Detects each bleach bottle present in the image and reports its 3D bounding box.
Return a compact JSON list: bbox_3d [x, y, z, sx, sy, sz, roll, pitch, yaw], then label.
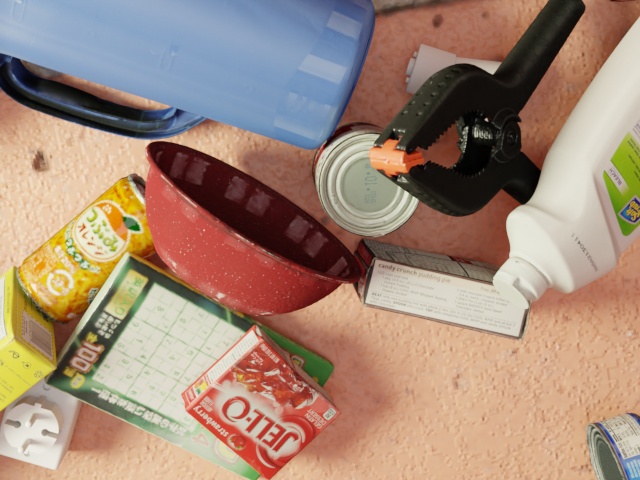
[{"bbox_3d":[0.196,-0.062,0.694,0.250,0.068,0.102,-48,114,-13],"label":"bleach bottle"}]

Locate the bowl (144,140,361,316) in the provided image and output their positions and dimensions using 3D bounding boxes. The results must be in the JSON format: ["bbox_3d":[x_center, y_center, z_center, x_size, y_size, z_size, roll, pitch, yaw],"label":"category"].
[{"bbox_3d":[-0.055,0.001,0.692,0.162,0.162,0.055,31,102,-7],"label":"bowl"}]

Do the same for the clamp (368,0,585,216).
[{"bbox_3d":[0.112,-0.060,0.688,0.209,0.036,0.164,-26,115,-40],"label":"clamp"}]

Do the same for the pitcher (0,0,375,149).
[{"bbox_3d":[-0.097,-0.140,0.691,0.242,0.149,0.145,20,81,-8],"label":"pitcher"}]

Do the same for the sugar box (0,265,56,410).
[{"bbox_3d":[-0.261,0.103,0.730,0.176,0.093,0.048,-39,121,8],"label":"sugar box"}]

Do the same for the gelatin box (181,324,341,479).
[{"bbox_3d":[-0.041,0.115,0.748,0.073,0.030,0.089,-43,114,2],"label":"gelatin box"}]

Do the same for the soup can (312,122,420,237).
[{"bbox_3d":[0.030,-0.042,0.715,0.068,0.102,0.068,0,100,-2],"label":"soup can"}]

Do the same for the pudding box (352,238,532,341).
[{"bbox_3d":[0.080,0.032,0.735,0.113,0.090,0.039,11,98,-4],"label":"pudding box"}]
